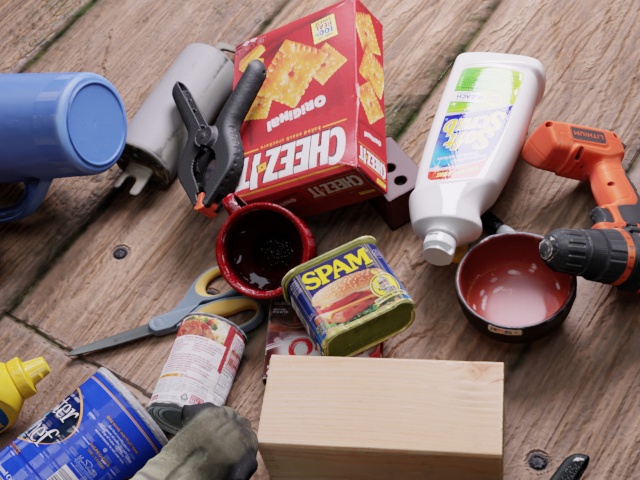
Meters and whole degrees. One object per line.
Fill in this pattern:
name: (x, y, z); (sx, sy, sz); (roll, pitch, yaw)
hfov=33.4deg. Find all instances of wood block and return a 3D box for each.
wood block: (0.057, 0.163, 0.941); (0.206, 0.090, 0.090); (1, 54, 11)

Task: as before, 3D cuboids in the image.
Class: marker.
marker: (0.204, 0.008, 1.072); (0.020, 0.020, 0.121); (-37, 55, -17)

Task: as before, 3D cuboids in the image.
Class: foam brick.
foam brick: (0.075, -0.061, 1.130); (0.053, 0.051, 0.078); (-30, 53, -12)

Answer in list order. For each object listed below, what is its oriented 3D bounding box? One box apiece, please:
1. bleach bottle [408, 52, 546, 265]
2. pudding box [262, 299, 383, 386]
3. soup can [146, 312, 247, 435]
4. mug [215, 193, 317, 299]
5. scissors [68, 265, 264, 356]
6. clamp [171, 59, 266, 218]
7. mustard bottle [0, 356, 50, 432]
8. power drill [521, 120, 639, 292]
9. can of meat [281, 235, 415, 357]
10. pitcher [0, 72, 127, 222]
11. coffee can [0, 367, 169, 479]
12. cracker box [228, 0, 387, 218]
bleach bottle: (0.154, -0.081, 1.070); (0.103, 0.068, 0.250); (9, 54, 17)
pudding box: (0.004, 0.103, 1.028); (0.113, 0.039, 0.090); (-2, 53, 9)
soup can: (-0.117, 0.129, 1.015); (0.068, 0.068, 0.102); (8, 56, 17)
mug: (-0.057, 0.001, 1.067); (0.093, 0.081, 0.117); (-42, 82, 8)
scissors: (-0.157, 0.071, 1.100); (0.202, 0.016, 0.096); (-5, 51, 7)
clamp: (-0.105, -0.111, 1.120); (0.120, 0.039, 0.171); (-22, 63, 33)
mustard bottle: (-0.347, 0.165, 1.015); (0.191, 0.096, 0.058); (-29, 53, -11)
power drill: (0.262, -0.032, 1.026); (0.184, 0.057, 0.188); (8, 45, -28)
can of meat: (0.027, 0.056, 1.000); (0.102, 0.057, 0.084); (-24, 56, -12)
pitcher: (-0.335, -0.113, 1.174); (0.243, 0.149, 0.144); (1, 46, 31)
coffee can: (-0.219, 0.198, 0.961); (0.140, 0.103, 0.103); (-40, 56, -18)
cracker box: (-0.016, -0.135, 1.137); (0.164, 0.072, 0.213); (-16, 58, 29)
